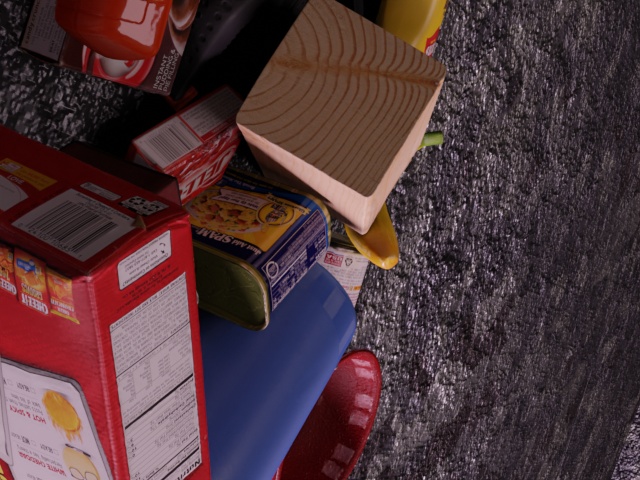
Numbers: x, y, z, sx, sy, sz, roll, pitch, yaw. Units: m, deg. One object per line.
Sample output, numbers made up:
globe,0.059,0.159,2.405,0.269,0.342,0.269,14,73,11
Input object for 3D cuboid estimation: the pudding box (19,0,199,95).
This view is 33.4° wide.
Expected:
pudding box,-0.106,-0.142,0.582,0.089,0.039,0.113,6,103,-60

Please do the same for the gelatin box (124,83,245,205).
gelatin box,-0.086,-0.049,0.658,0.089,0.030,0.073,-39,170,-41

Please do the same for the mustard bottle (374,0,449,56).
mustard bottle,0.066,-0.161,0.841,0.096,0.058,0.192,-46,154,-80

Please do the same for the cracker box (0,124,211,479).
cracker box,-0.136,0.059,0.535,0.072,0.164,0.214,-37,138,-41

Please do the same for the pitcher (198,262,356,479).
pitcher,-0.080,0.121,0.732,0.242,0.149,0.145,-54,133,-32

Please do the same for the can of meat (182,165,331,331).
can of meat,-0.055,0.001,0.704,0.083,0.102,0.057,-48,148,-38

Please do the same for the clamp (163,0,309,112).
clamp,-0.017,-0.158,0.663,0.210,0.036,0.164,-44,167,5

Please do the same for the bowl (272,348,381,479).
bowl,-0.011,0.160,0.934,0.161,0.055,0.162,-39,141,-43

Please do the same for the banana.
banana,0.048,-0.046,0.862,0.197,0.070,0.037,-65,152,-49

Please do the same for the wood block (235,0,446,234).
wood block,0.014,-0.072,0.695,0.090,0.091,0.206,-58,175,-4

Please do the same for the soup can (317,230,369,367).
soup can,-0.005,0.045,0.855,0.068,0.069,0.102,3,105,-60
